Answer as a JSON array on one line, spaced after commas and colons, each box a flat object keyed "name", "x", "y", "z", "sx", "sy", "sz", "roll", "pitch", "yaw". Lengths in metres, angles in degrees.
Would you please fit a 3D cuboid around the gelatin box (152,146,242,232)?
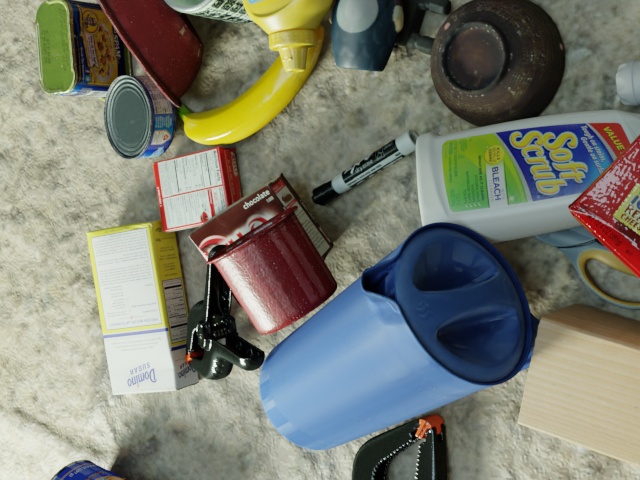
[{"name": "gelatin box", "x": -0.122, "y": -0.051, "z": 1.075, "sx": 0.089, "sy": 0.030, "sz": 0.073, "roll": -10, "pitch": 88, "yaw": 30}]

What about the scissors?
[{"name": "scissors", "x": 0.200, "y": -0.020, "z": 0.878, "sx": 0.202, "sy": 0.016, "sz": 0.096, "roll": 38, "pitch": 111, "yaw": 25}]

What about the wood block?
[{"name": "wood block", "x": 0.267, "y": 0.122, "z": 0.803, "sx": 0.206, "sy": 0.090, "sz": 0.091, "roll": 16, "pitch": 103, "yaw": 30}]

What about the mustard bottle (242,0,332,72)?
[{"name": "mustard bottle", "x": -0.030, "y": -0.241, "z": 0.918, "sx": 0.096, "sy": 0.058, "sz": 0.191, "roll": -3, "pitch": 93, "yaw": 42}]

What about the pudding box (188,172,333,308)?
[{"name": "pudding box", "x": -0.057, "y": 0.001, "z": 1.016, "sx": 0.114, "sy": 0.039, "sz": 0.090, "roll": -31, "pitch": 100, "yaw": 30}]

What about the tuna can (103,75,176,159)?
[{"name": "tuna can", "x": -0.186, "y": -0.127, "z": 1.097, "sx": 0.086, "sy": 0.033, "sz": 0.086, "roll": 10, "pitch": 104, "yaw": 45}]

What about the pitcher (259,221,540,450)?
[{"name": "pitcher", "x": 0.060, "y": 0.097, "z": 0.897, "sx": 0.149, "sy": 0.144, "sz": 0.243, "roll": 54, "pitch": 138, "yaw": 2}]

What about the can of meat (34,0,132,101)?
[{"name": "can of meat", "x": -0.247, "y": -0.198, "z": 1.111, "sx": 0.058, "sy": 0.083, "sz": 0.102, "roll": -3, "pitch": 93, "yaw": 33}]

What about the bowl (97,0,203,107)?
[{"name": "bowl", "x": -0.160, "y": -0.210, "z": 1.030, "sx": 0.055, "sy": 0.162, "sz": 0.162, "roll": -33, "pitch": 75, "yaw": 4}]

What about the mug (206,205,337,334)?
[{"name": "mug", "x": -0.041, "y": 0.028, "z": 0.939, "sx": 0.093, "sy": 0.117, "sz": 0.081, "roll": -33, "pitch": 96, "yaw": -9}]

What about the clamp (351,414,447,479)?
[{"name": "clamp", "x": 0.049, "y": 0.245, "z": 0.985, "sx": 0.165, "sy": 0.036, "sz": 0.210, "roll": 27, "pitch": 106, "yaw": 28}]

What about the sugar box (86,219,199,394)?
[{"name": "sugar box", "x": -0.186, "y": 0.070, "z": 1.118, "sx": 0.093, "sy": 0.048, "sz": 0.176, "roll": -8, "pitch": 93, "yaw": 33}]

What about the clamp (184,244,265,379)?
[{"name": "clamp", "x": -0.095, "y": 0.094, "z": 1.018, "sx": 0.172, "sy": 0.039, "sz": 0.120, "roll": 114, "pitch": 145, "yaw": -55}]

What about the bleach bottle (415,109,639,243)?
[{"name": "bleach bottle", "x": 0.203, "y": -0.062, "z": 0.842, "sx": 0.251, "sy": 0.068, "sz": 0.102, "roll": -13, "pitch": 66, "yaw": 26}]

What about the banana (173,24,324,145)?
[{"name": "banana", "x": -0.069, "y": -0.139, "z": 1.029, "sx": 0.198, "sy": 0.037, "sz": 0.069, "roll": -24, "pitch": 81, "yaw": 32}]

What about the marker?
[{"name": "marker", "x": 0.039, "y": -0.064, "z": 0.977, "sx": 0.121, "sy": 0.020, "sz": 0.020, "roll": -31, "pitch": 78, "yaw": 31}]
